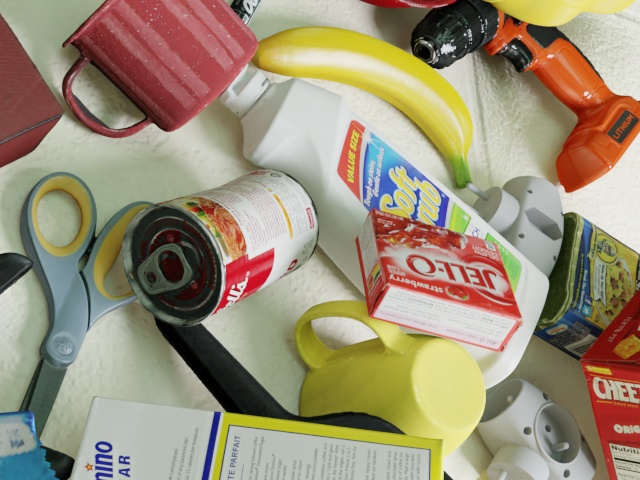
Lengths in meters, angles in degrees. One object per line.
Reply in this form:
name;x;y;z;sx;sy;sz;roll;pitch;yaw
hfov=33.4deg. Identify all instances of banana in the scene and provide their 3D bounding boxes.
banana;0.042;-0.110;0.758;0.197;0.037;0.069;27;56;-24

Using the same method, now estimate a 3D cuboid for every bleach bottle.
bleach bottle;0.033;-0.015;0.695;0.250;0.068;0.102;41;53;-11

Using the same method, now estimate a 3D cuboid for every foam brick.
foam brick;-0.186;-0.080;0.572;0.051;0.053;0.078;-34;91;-40

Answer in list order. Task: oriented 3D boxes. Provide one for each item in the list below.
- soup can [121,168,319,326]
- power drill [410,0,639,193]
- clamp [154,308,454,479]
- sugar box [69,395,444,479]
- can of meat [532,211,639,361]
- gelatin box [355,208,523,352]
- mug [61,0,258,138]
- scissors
soup can;-0.054;0.001;0.607;0.102;0.069;0.068;-27;87;-55
power drill;0.168;-0.132;0.845;0.187;0.057;0.184;51;50;-6
clamp;-0.020;0.136;0.561;0.210;0.036;0.164;20;60;4
sugar box;-0.032;0.133;0.511;0.176;0.048;0.093;6;51;3
can of meat;0.200;0.040;0.792;0.083;0.058;0.102;30;56;-20
gelatin box;0.069;0.022;0.627;0.089;0.030;0.073;15;34;-16
mug;-0.100;-0.110;0.633;0.117;0.093;0.081;-47;107;-8
scissors;-0.150;0.040;0.568;0.096;0.016;0.201;42;52;-11
